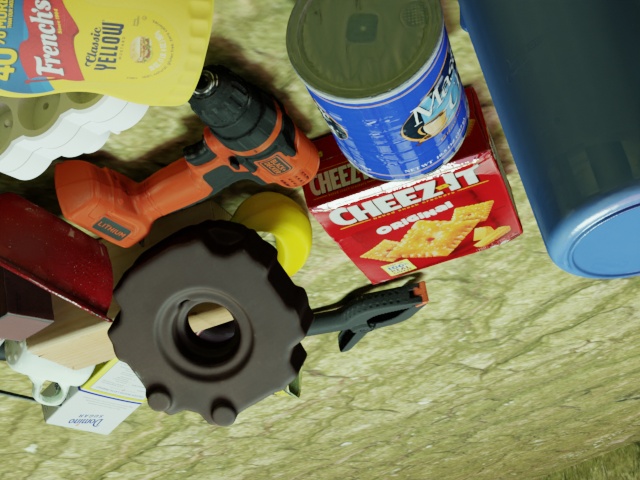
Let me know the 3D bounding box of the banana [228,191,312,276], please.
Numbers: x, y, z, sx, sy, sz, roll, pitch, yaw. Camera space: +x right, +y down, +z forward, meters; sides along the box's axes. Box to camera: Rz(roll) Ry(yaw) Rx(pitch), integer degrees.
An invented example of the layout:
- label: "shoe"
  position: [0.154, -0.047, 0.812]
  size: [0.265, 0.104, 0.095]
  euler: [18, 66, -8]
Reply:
- label: "banana"
  position: [-0.042, -0.009, 1.020]
  size: [0.070, 0.037, 0.197]
  euler: [-30, 159, 10]

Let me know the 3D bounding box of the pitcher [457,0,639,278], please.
- label: "pitcher"
  position: [0.165, -0.110, 0.632]
  size: [0.145, 0.243, 0.149]
  euler: [-14, 151, 7]

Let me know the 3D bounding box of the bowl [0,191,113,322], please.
- label: "bowl"
  position: [-0.229, 0.006, 0.874]
  size: [0.162, 0.055, 0.162]
  euler: [29, 172, 4]

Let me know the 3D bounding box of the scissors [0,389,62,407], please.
- label: "scissors"
  position: [-0.384, 0.152, 1.142]
  size: [0.202, 0.016, 0.096]
  euler: [6, 163, 24]

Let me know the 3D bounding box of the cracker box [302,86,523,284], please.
- label: "cracker box"
  position: [0.089, -0.040, 0.979]
  size: [0.164, 0.072, 0.213]
  euler: [-18, 157, 12]

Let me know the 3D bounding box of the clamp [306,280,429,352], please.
- label: "clamp"
  position: [0.040, 0.096, 1.325]
  size: [0.164, 0.036, 0.210]
  euler: [8, 154, -43]

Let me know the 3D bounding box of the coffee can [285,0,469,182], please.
- label: "coffee can"
  position: [0.044, -0.113, 0.740]
  size: [0.103, 0.103, 0.140]
  euler: [-17, 158, 9]

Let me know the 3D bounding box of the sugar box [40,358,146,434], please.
- label: "sugar box"
  position: [-0.218, 0.142, 1.170]
  size: [0.176, 0.048, 0.093]
  euler: [-40, 142, 22]

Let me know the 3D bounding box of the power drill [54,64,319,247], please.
- label: "power drill"
  position: [-0.110, -0.062, 0.836]
  size: [0.188, 0.057, 0.184]
  euler: [-20, 157, 16]

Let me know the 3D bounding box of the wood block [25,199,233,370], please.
- label: "wood block"
  position: [-0.172, 0.047, 1.020]
  size: [0.206, 0.090, 0.090]
  euler: [-18, 156, 13]

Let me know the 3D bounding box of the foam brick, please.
- label: "foam brick"
  position: [-0.281, 0.044, 0.970]
  size: [0.051, 0.078, 0.052]
  euler: [-28, 151, 33]

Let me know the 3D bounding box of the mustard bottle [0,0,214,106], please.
- label: "mustard bottle"
  position: [-0.164, -0.130, 0.632]
  size: [0.191, 0.058, 0.096]
  euler: [0, 132, -25]
